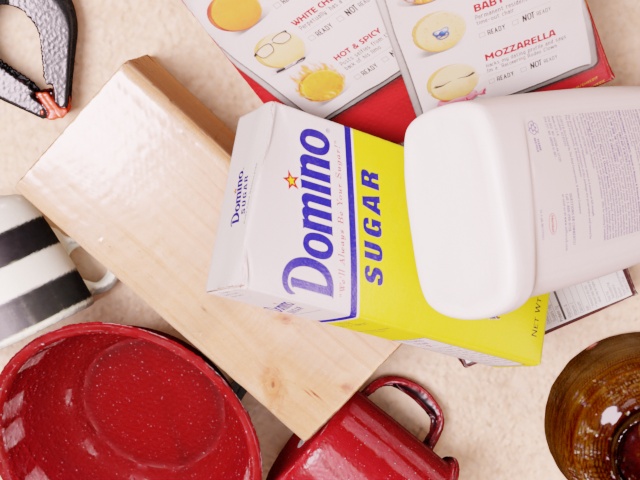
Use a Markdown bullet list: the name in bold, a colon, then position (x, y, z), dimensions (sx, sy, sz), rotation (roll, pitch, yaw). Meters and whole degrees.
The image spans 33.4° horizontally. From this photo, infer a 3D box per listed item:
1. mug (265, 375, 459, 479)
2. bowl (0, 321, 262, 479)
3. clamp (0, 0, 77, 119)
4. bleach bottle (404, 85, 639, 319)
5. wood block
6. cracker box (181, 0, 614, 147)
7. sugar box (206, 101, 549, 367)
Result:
- **mug**: position (0.028, 0.132, 0.634), dimensions (0.081, 0.093, 0.117), rotation (40, 68, -4)
- **bowl**: position (-0.105, 0.109, 0.617), dimensions (0.162, 0.055, 0.162), rotation (5, 113, 11)
- **clamp**: position (-0.199, -0.140, 0.591), dimensions (0.120, 0.039, 0.171), rotation (-19, 102, 5)
- **bleach bottle**: position (0.160, -0.028, 0.551), dimensions (0.250, 0.068, 0.102), rotation (-8, 90, -35)
- **wood block**: position (-0.053, 0.000, 0.597), dimensions (0.206, 0.091, 0.090), rotation (42, 98, -8)
- **cracker box**: position (0.033, -0.129, 0.513), dimensions (0.164, 0.072, 0.213), rotation (-23, 142, 15)
- **sugar box**: position (0.037, 0.002, 0.538), dimensions (0.176, 0.048, 0.093), rotation (16, 75, -27)
